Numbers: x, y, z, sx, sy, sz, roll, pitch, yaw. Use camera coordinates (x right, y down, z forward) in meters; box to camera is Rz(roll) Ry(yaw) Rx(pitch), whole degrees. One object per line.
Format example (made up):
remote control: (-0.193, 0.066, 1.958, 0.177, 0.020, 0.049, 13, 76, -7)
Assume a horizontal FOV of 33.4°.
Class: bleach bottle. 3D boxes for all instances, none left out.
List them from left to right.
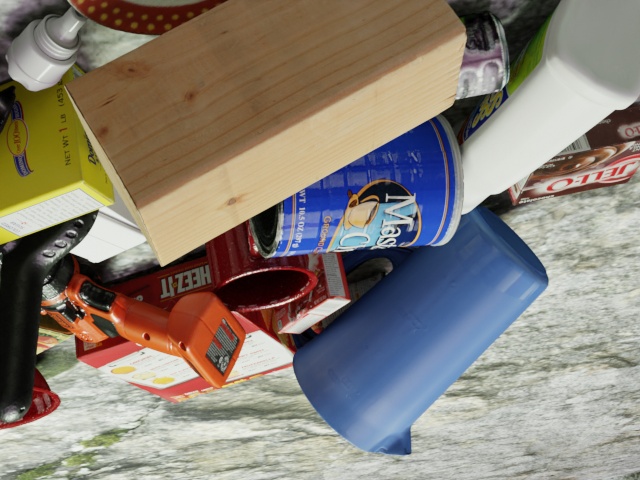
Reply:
bleach bottle: (0.139, -0.081, 0.781, 0.068, 0.102, 0.251, 30, 146, -7)

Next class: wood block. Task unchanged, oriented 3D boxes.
wood block: (-0.028, -0.084, 0.621, 0.206, 0.090, 0.091, -30, 160, -10)

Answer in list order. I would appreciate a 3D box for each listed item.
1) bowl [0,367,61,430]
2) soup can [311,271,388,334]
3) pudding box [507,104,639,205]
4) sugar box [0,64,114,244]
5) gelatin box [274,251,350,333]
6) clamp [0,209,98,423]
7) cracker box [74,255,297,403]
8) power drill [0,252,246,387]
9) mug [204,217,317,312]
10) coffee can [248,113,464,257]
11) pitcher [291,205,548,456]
bowl: (-0.359, 0.156, 1.128, 0.162, 0.055, 0.162, -10, 157, -5)
soup can: (0.031, 0.078, 1.133, 0.102, 0.068, 0.068, -18, 157, 11)
pudding box: (0.223, -0.073, 0.917, 0.113, 0.039, 0.090, -9, 157, -7)
sugar box: (-0.224, -0.043, 0.691, 0.176, 0.093, 0.048, -18, 156, 12)
gelatin box: (-0.014, 0.040, 1.013, 0.030, 0.073, 0.089, 7, 151, -36)
clamp: (-0.218, -0.002, 0.731, 0.165, 0.210, 0.036, 23, 174, 28)
cracker box: (-0.126, 0.092, 1.081, 0.164, 0.072, 0.213, -18, 155, 12)
power drill: (-0.166, 0.052, 0.888, 0.188, 0.057, 0.184, 17, 160, 23)
mug: (-0.056, 0.001, 0.891, 0.093, 0.081, 0.117, -11, 157, -4)
coffee can: (0.023, -0.043, 0.800, 0.140, 0.103, 0.103, -4, 156, -17)
pitcher: (0.091, 0.074, 1.029, 0.149, 0.145, 0.243, 36, 108, -27)
